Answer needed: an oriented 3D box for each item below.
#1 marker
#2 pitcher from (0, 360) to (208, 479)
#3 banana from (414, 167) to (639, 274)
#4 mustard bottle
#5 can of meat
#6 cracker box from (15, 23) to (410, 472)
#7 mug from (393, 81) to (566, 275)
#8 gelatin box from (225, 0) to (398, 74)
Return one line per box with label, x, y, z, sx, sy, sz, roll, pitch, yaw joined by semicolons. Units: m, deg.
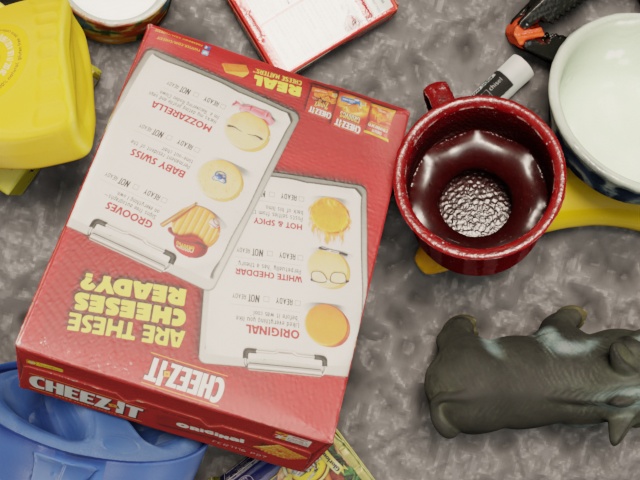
marker;0.084;-0.070;0.672;0.121;0.020;0.020;-43;95;-1
pitcher;-0.157;0.201;0.598;0.145;0.149;0.243;24;103;39
banana;0.158;-0.012;0.671;0.197;0.037;0.069;1;91;-4
mustard bottle;-0.221;-0.071;0.575;0.191;0.058;0.096;-12;61;2
can of meat;-0.006;0.165;0.660;0.084;0.057;0.102;-37;95;-4
cracker box;-0.054;0.001;0.595;0.164;0.072;0.213;18;60;-5
mug;0.086;-0.036;0.616;0.093;0.081;0.117;-24;75;2
gelatin box;-0.007;-0.150;0.656;0.089;0.030;0.073;-32;93;-2
